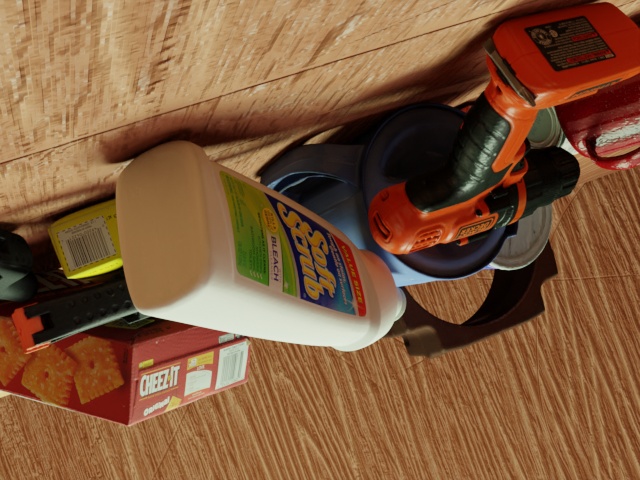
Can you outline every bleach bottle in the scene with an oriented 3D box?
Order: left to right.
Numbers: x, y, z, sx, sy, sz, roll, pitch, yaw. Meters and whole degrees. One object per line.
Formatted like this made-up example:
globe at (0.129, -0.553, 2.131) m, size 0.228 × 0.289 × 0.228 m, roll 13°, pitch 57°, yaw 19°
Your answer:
bleach bottle at (-0.020, 0.016, 0.698) m, size 0.068 × 0.102 × 0.250 m, roll -22°, pitch 158°, yaw 30°

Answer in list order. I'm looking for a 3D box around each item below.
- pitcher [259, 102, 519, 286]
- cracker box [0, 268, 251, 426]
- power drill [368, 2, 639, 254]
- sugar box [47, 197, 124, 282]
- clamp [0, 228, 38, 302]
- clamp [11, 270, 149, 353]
pitcher at (0.031, -0.022, 0.882) m, size 0.144 × 0.149 × 0.243 m, roll -35°, pitch -174°, yaw -27°
cracker box at (-0.187, 0.079, 0.872) m, size 0.214 × 0.072 × 0.163 m, roll 10°, pitch -170°, yaw 28°
power drill at (0.136, -0.069, 0.702) m, size 0.184 × 0.057 × 0.188 m, roll -19°, pitch 154°, yaw -32°
sugar box at (-0.136, -0.002, 0.799) m, size 0.093 × 0.048 × 0.176 m, roll -20°, pitch 175°, yaw -2°
clamp at (-0.232, 0.025, 0.729) m, size 0.120 × 0.039 × 0.172 m, roll -19°, pitch 176°, yaw -37°
clamp at (-0.130, 0.038, 0.754) m, size 0.209 × 0.036 × 0.165 m, roll -19°, pitch 179°, yaw -43°
